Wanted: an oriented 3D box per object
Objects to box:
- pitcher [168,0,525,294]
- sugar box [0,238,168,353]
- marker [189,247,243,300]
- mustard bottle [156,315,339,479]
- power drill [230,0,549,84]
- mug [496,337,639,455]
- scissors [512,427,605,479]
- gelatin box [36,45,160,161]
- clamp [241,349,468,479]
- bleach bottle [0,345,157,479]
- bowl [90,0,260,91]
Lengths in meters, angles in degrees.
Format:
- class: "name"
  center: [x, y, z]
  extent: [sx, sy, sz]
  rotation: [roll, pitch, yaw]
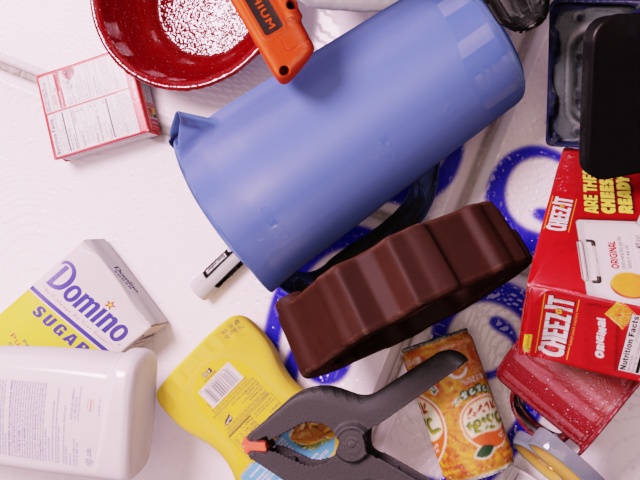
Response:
- class: "pitcher"
  center: [0.026, -0.073, 0.773]
  extent: [0.243, 0.149, 0.145]
  rotation: [-34, 75, 0]
- class: "sugar box"
  center: [-0.221, 0.088, 0.875]
  extent: [0.176, 0.048, 0.093]
  rotation: [-41, 82, 11]
- class: "marker"
  center: [-0.056, 0.001, 0.850]
  extent: [0.121, 0.020, 0.020]
  rotation: [-43, 79, 9]
- class: "mustard bottle"
  center: [-0.030, 0.154, 0.819]
  extent: [0.096, 0.058, 0.192]
  rotation: [-45, 79, 0]
- class: "power drill"
  center: [0.034, -0.180, 0.683]
  extent: [0.187, 0.057, 0.184]
  rotation: [-32, 98, 2]
- class: "mug"
  center: [0.176, 0.098, 0.761]
  extent: [0.081, 0.093, 0.117]
  rotation: [39, 132, 17]
- class: "scissors"
  center: [0.210, 0.198, 0.771]
  extent: [0.201, 0.096, 0.016]
  rotation: [45, 79, -19]
- class: "gelatin box"
  center: [-0.184, -0.111, 0.880]
  extent: [0.089, 0.030, 0.073]
  rotation: [-15, 86, 13]
- class: "clamp"
  center: [0.032, 0.151, 0.760]
  extent: [0.171, 0.039, 0.120]
  rotation: [-13, 80, 14]
- class: "bleach bottle"
  center: [-0.257, 0.121, 0.827]
  extent: [0.251, 0.068, 0.102]
  rotation: [6, 96, 10]
- class: "bowl"
  center: [-0.098, -0.195, 0.847]
  extent: [0.162, 0.055, 0.162]
  rotation: [0, 88, 14]
